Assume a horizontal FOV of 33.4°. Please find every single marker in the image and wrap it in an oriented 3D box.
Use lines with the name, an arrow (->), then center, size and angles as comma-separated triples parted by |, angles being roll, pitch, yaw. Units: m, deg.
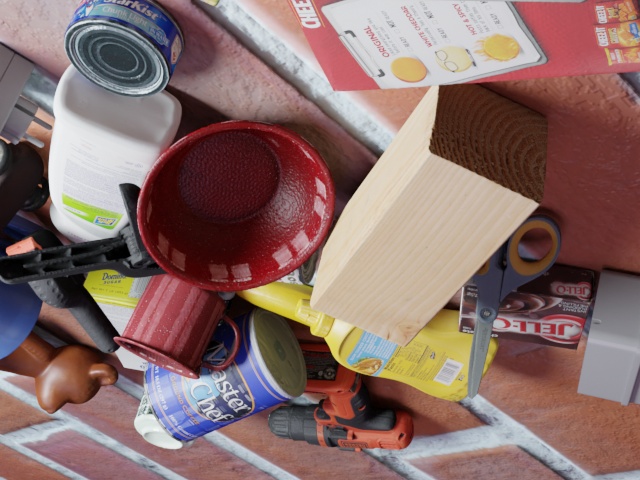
marker -> -0.108, 0.075, 1.146 | 0.020, 0.020, 0.121 | 19, 148, -4

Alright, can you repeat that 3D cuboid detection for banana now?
banana -> 0.007, 0.082, 1.086 | 0.197, 0.037, 0.070 | 29, 144, -20

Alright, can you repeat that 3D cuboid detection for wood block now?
wood block -> 0.079, -0.018, 0.817 | 0.090, 0.090, 0.206 | 23, 139, -11

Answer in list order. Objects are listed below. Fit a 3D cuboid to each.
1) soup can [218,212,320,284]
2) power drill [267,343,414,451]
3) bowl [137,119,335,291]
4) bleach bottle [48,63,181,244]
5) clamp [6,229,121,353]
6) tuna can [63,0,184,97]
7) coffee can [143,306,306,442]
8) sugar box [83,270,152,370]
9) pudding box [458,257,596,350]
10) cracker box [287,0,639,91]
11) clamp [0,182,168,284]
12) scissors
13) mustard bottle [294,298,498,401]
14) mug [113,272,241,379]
soup can -> -0.056, 0.001, 0.961 | 0.102, 0.068, 0.068 | 7, 147, 14
power drill -> 0.002, 0.185, 1.233 | 0.185, 0.057, 0.187 | -1, 147, 21
bowl -> -0.071, -0.038, 0.879 | 0.162, 0.055, 0.162 | -6, 124, -10
bleach bottle -> -0.200, -0.058, 0.942 | 0.102, 0.068, 0.251 | 24, 150, -12
clamp -> -0.244, 0.046, 1.037 | 0.039, 0.120, 0.171 | -31, 161, 7
tuna can -> -0.148, -0.147, 0.804 | 0.086, 0.033, 0.086 | 12, 148, 7
coffee can -> -0.100, 0.141, 1.125 | 0.140, 0.103, 0.102 | -25, 133, 19
sugar box -> -0.195, 0.094, 1.193 | 0.093, 0.048, 0.176 | 9, 151, 12
pudding box -> 0.183, 0.056, 0.960 | 0.113, 0.039, 0.090 | 10, 148, 10
cracker box -> 0.083, -0.171, 0.622 | 0.214, 0.072, 0.164 | 0, 144, 26
clamp -> -0.160, 0.000, 0.957 | 0.165, 0.036, 0.209 | -29, 160, 33
scissors -> 0.161, 0.052, 0.911 | 0.096, 0.016, 0.202 | -4, 118, 16
mustard bottle -> 0.067, 0.092, 1.031 | 0.191, 0.058, 0.096 | 18, 130, -12
mug -> -0.134, 0.086, 1.059 | 0.117, 0.081, 0.093 | 23, 164, 6
